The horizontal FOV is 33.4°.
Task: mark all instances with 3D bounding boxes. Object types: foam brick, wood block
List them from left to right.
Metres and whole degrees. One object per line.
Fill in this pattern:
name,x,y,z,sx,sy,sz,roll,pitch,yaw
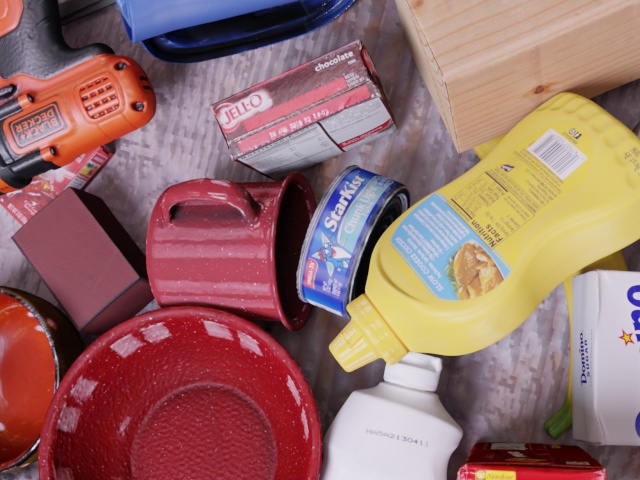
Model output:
foam brick,-0.145,0.013,0.670,0.051,0.053,0.078,-40,76,4
wood block,0.152,-0.142,0.596,0.206,0.090,0.090,-23,65,4

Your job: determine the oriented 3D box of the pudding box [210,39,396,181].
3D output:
pudding box,-0.005,-0.072,0.621,0.090,0.113,0.039,-22,82,8

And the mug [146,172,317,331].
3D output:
mug,-0.054,0.001,0.624,0.082,0.117,0.093,1,63,16

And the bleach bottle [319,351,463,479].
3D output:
bleach bottle,0.035,0.187,0.590,0.102,0.068,0.251,13,85,-8

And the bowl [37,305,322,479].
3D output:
bowl,-0.074,0.121,0.606,0.162,0.055,0.162,-3,73,10

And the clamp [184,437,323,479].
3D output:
clamp,-0.067,0.191,0.635,0.210,0.036,0.164,-25,74,5

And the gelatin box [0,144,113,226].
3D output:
gelatin box,-0.193,-0.060,0.701,0.089,0.030,0.073,42,92,14

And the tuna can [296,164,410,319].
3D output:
tuna can,0.020,0.002,0.619,0.034,0.086,0.086,22,87,17

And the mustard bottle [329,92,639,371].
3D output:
mustard bottle,0.085,0.006,0.570,0.191,0.058,0.096,-37,44,1

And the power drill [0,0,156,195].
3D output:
power drill,-0.212,-0.122,0.655,0.184,0.057,0.187,-22,93,9
